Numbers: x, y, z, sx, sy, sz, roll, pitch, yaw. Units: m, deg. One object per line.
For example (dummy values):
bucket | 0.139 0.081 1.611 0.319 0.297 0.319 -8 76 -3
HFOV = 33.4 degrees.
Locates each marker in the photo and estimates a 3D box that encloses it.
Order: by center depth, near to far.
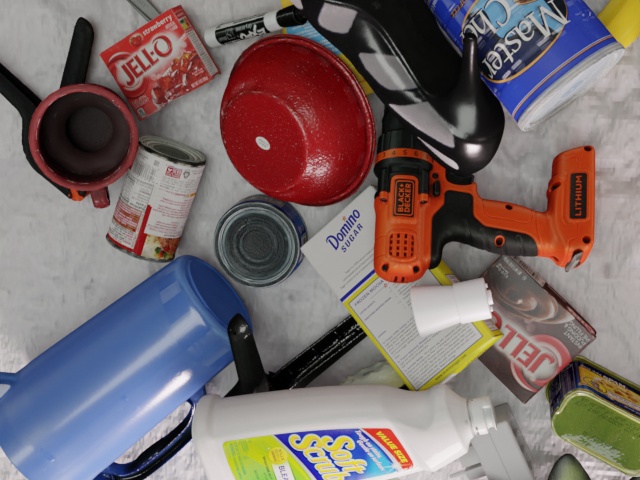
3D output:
marker | -0.056 -0.189 0.937 0.121 0.020 0.020 -4 104 43

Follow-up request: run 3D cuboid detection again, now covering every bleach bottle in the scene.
bleach bottle | 0.024 0.163 0.919 0.251 0.068 0.102 -12 117 12

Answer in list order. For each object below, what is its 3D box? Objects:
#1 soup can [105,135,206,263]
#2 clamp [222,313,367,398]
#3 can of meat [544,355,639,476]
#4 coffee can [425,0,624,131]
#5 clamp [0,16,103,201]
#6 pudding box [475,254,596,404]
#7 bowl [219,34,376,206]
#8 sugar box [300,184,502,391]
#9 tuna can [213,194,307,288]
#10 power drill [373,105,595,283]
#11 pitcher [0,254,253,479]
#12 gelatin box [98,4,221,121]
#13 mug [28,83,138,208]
soup can | -0.154 -0.039 0.997 0.068 0.068 0.102 22 106 5
clamp | -0.056 0.139 0.995 0.210 0.164 0.036 -56 49 24
can of meat | 0.254 0.156 0.953 0.102 0.084 0.057 27 106 4
coffee can | 0.162 -0.175 0.869 0.103 0.102 0.140 -40 79 17
clamp | -0.263 -0.120 1.014 0.120 0.039 0.171 -3 102 13
pudding box | 0.178 0.077 0.966 0.113 0.039 0.090 45 107 10
bowl | -0.034 -0.095 0.934 0.162 0.055 0.162 17 123 29
sugar box | 0.071 0.045 0.960 0.093 0.048 0.176 -41 72 15
tuna can | -0.057 0.001 1.004 0.086 0.033 0.086 3 103 11
power drill | 0.139 -0.048 0.922 0.187 0.057 0.184 3 73 4
pitcher | -0.178 0.130 1.018 0.243 0.149 0.145 -37 70 13
gelatin box | -0.148 -0.162 0.978 0.089 0.030 0.073 -25 102 24
mug | -0.207 -0.086 0.962 0.093 0.081 0.117 -14 105 -4
